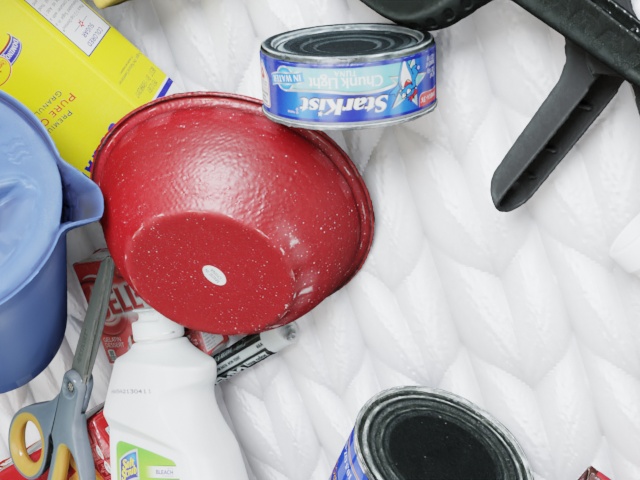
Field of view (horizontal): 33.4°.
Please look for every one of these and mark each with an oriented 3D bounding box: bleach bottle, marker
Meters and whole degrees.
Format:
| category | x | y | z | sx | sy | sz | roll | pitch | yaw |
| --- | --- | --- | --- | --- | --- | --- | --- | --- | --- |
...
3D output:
| category | x | y | z | sx | sy | sz | roll | pitch | yaw |
| --- | --- | --- | --- | --- | --- | --- | --- | --- | --- |
| bleach bottle | -0.077 | 0.164 | 0.638 | 0.103 | 0.068 | 0.251 | -7 | 90 | 32 |
| marker | -0.060 | 0.079 | 0.679 | 0.121 | 0.020 | 0.020 | -33 | 93 | 38 |

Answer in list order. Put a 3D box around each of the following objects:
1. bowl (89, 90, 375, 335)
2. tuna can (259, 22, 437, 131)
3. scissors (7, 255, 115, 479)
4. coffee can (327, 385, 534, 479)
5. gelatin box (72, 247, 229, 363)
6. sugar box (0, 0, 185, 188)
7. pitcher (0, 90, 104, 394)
| category | x | y | z | sx | sy | sz | roll | pitch | yaw |
| --- | --- | --- | --- | --- | --- | --- | --- | --- | --- |
| bowl | -0.054 | 0.001 | 0.576 | 0.162 | 0.055 | 0.162 | 6 | 133 | 6 |
| tuna can | 0.013 | -0.081 | 0.514 | 0.086 | 0.086 | 0.034 | 10 | 115 | 29 |
| scissors | -0.166 | 0.091 | 0.677 | 0.096 | 0.016 | 0.202 | 22 | 113 | 38 |
| coffee can | 0.045 | 0.167 | 0.602 | 0.103 | 0.102 | 0.140 | 32 | 125 | 16 |
| gelatin box | -0.110 | 0.040 | 0.686 | 0.089 | 0.030 | 0.073 | -7 | 108 | 34 |
| sugar box | -0.135 | -0.074 | 0.600 | 0.176 | 0.048 | 0.094 | 42 | 131 | -18 |
| pitcher | -0.219 | 0.016 | 0.621 | 0.149 | 0.145 | 0.243 | 38 | 158 | 5 |
